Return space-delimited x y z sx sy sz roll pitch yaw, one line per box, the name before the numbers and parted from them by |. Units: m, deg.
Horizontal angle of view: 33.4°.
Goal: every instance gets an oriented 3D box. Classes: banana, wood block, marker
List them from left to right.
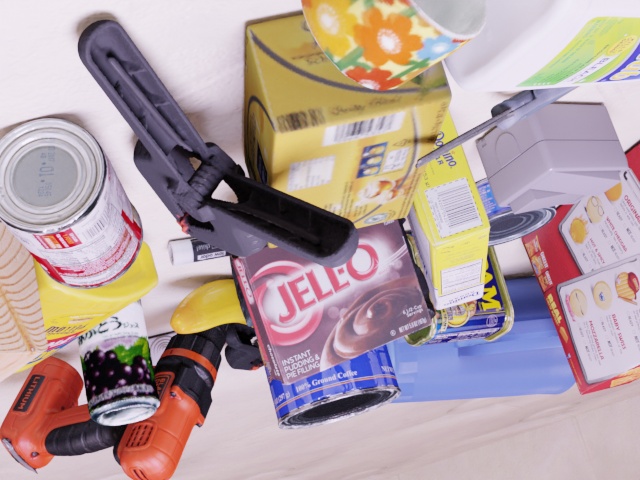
wood block | -0.278 0.068 0.714 0.090 0.091 0.207 5 152 -44
banana | -0.063 0.068 0.926 0.037 0.069 0.197 -18 153 26
marker | -0.055 0.001 0.815 0.121 0.020 0.020 -10 160 -19

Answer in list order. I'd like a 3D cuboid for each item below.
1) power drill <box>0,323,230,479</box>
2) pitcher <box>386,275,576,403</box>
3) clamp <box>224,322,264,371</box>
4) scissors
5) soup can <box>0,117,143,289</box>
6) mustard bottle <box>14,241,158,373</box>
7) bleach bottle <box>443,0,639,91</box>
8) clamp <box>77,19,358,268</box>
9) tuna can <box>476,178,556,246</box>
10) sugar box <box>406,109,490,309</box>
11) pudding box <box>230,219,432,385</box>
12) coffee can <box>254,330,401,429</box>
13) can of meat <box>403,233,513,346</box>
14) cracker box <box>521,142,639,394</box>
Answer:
power drill | -0.176 0.130 0.930 0.188 0.184 0.057 -11 128 29
pitcher | 0.154 0.105 1.121 0.242 0.145 0.149 -3 126 -27
clamp | -0.060 0.101 1.066 0.120 0.039 0.172 -4 158 -27
scissors | 0.107 -0.073 0.640 0.201 0.016 0.096 -30 -179 -28
soup can | -0.144 -0.019 0.610 0.068 0.068 0.102 -15 161 -3
mustard bottle | -0.209 0.054 0.780 0.096 0.058 0.192 -3 158 -47
bleach bottle | 0.186 -0.127 0.583 0.250 0.068 0.103 -6 160 -33
clamp | -0.070 -0.040 0.585 0.036 0.164 0.210 -49 -171 -13
tuna can | 0.151 -0.025 0.886 0.086 0.034 0.086 -14 161 -5
sugar box | 0.088 -0.017 0.766 0.048 0.093 0.176 -17 162 4
pudding box | 0.007 0.033 0.707 0.113 0.090 0.039 -21 -172 -19
coffee can | -0.003 0.071 0.868 0.102 0.140 0.103 -14 161 -5
can of meat | 0.111 0.041 0.939 0.083 0.102 0.058 -4 159 -27
cracker box | 0.280 0.026 0.933 0.072 0.164 0.214 -9 161 -24
